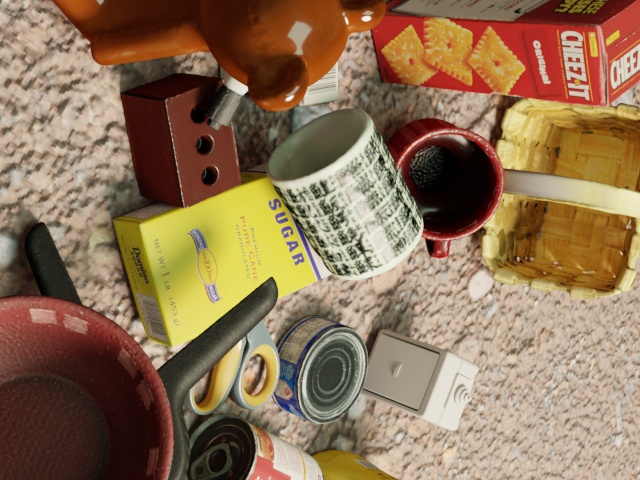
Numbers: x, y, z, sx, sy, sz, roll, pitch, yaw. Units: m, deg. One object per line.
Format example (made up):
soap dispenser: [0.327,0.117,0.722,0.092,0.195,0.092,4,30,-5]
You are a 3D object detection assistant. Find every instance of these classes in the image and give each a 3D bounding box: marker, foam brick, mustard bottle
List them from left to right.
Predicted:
foam brick: [-0.094,-0.068,0.721,0.052,0.051,0.078,-28,120,-38]
marker: [-0.040,-0.125,0.681,0.020,0.020,0.121,18,107,-47]
mustard bottle: [0.077,0.232,0.882,0.096,0.192,0.058,29,81,-46]

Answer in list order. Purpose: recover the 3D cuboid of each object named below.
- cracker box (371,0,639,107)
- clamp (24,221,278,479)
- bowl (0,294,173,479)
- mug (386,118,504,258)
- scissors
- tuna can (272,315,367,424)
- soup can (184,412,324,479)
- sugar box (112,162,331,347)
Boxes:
cracker box: [0.172,-0.175,0.845,0.164,0.214,0.072,-36,125,-33]
clamp: [-0.111,0.097,0.661,0.164,0.036,0.210,7,71,-11]
bowl: [-0.164,0.114,0.596,0.162,0.162,0.055,-57,178,-18]
mug: [0.096,-0.043,0.881,0.093,0.081,0.117,-6,107,-5]
scissors: [-0.044,0.047,0.831,0.096,0.016,0.201,35,77,-42]
tuna can: [0.000,0.107,0.882,0.085,0.034,0.086,-15,112,-43]
soup can: [-0.050,0.181,0.824,0.102,0.069,0.068,40,72,-48]
sugar box: [-0.055,0.001,0.771,0.175,0.048,0.093,-24,110,-32]
